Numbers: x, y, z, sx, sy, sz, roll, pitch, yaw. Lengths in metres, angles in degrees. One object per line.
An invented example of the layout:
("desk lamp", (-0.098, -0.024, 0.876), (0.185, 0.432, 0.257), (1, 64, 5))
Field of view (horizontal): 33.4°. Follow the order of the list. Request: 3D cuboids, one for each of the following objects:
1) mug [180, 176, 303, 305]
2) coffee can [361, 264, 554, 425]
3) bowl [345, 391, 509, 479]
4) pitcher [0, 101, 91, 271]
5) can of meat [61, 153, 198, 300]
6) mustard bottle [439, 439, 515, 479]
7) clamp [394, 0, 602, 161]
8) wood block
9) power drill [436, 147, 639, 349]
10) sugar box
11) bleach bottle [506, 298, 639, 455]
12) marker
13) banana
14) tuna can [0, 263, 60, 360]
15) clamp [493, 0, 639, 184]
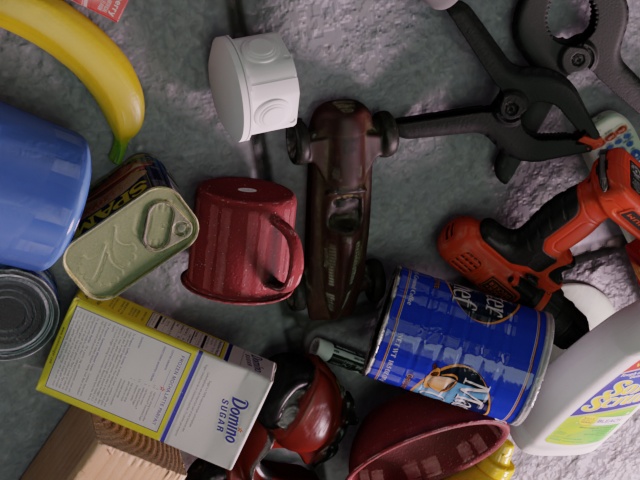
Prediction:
("mug", (-0.056, 0.001, 0.850), (0.093, 0.117, 0.081), (-8, 114, -39))
("coffee can", (0.118, 0.090, 0.924), (0.140, 0.102, 0.103), (18, 110, 1))
("bowl", (0.090, 0.180, 0.990), (0.162, 0.055, 0.162), (-15, 151, -9))
("pitcher", (-0.283, -0.065, 0.731), (0.242, 0.149, 0.145), (18, 96, -28))
("can of meat", (-0.151, -0.014, 0.826), (0.102, 0.084, 0.057), (-35, 120, 0))
("mustard bottle", (0.144, 0.281, 1.075), (0.096, 0.058, 0.192), (15, 109, -31))
("clamp", (0.145, -0.107, 0.881), (0.171, 0.039, 0.120), (31, 116, -5))
("wood block", (-0.215, 0.242, 0.925), (0.090, 0.090, 0.206), (30, 102, -28))
("power drill", (0.223, 0.014, 0.927), (0.184, 0.057, 0.188), (36, 131, -24))
("sugar box", (-0.135, 0.112, 0.883), (0.176, 0.048, 0.093), (24, 107, -7))
("bleach bottle", (0.266, 0.106, 0.952), (0.102, 0.068, 0.251), (5, 141, -21))
("marker", (0.044, 0.117, 0.989), (0.121, 0.020, 0.020), (23, 106, -26))
("banana", (-0.192, -0.137, 0.781), (0.069, 0.037, 0.197), (-42, 120, 4))
("tuna can", (-0.252, 0.053, 0.854), (0.086, 0.034, 0.086), (-7, 116, -15))
("clamp", (0.204, -0.148, 0.895), (0.164, 0.036, 0.210), (-18, 112, 9))
